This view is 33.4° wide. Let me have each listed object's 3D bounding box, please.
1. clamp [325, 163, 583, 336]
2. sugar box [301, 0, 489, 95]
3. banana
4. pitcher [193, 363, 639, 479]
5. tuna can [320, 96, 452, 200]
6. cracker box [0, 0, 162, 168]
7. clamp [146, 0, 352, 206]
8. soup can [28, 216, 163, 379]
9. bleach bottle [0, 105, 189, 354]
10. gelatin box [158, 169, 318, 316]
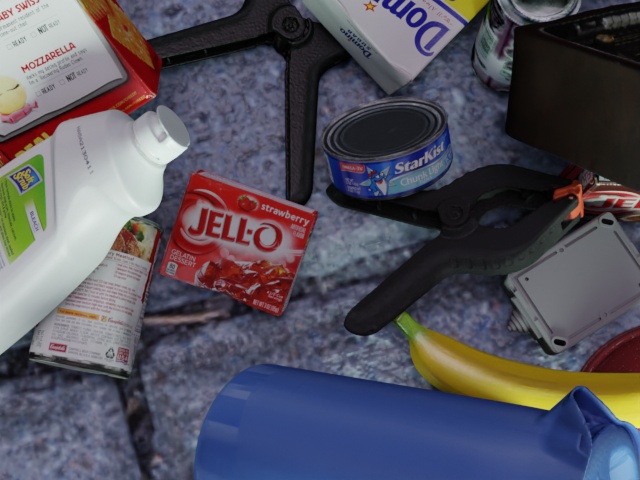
[{"bbox_3d":[0.085,0.001,0.691,0.172,0.039,0.120,-8,63,17],"label":"clamp"},{"bbox_3d":[0.080,-0.195,0.741,0.093,0.048,0.176,45,73,-9],"label":"sugar box"},{"bbox_3d":[0.138,0.091,0.679,0.198,0.069,0.037,11,63,22],"label":"banana"},{"bbox_3d":[0.050,0.154,0.608,0.243,0.145,0.149,8,62,33],"label":"pitcher"},{"bbox_3d":[0.045,-0.062,0.713,0.086,0.086,0.034,-17,121,-5],"label":"tuna can"},{"bbox_3d":[-0.226,-0.139,0.656,0.164,0.072,0.213,-31,118,14],"label":"cracker box"},{"bbox_3d":[-0.034,-0.147,0.748,0.164,0.036,0.210,31,79,-4],"label":"clamp"},{"bbox_3d":[-0.146,0.034,0.697,0.068,0.068,0.102,11,79,1],"label":"soup can"},{"bbox_3d":[-0.180,0.005,0.648,0.251,0.068,0.102,-33,67,19],"label":"bleach bottle"},{"bbox_3d":[-0.055,0.001,0.714,0.089,0.030,0.073,20,99,3],"label":"gelatin box"}]
